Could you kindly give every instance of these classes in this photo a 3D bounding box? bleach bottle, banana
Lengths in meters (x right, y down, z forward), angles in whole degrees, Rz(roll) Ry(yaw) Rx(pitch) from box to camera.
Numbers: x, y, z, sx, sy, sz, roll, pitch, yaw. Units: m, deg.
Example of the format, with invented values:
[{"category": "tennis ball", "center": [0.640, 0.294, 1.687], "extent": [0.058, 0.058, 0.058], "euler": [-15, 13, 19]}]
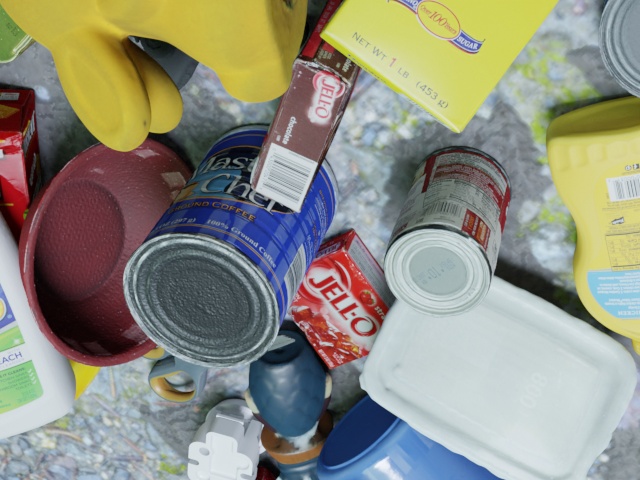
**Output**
[{"category": "bleach bottle", "center": [-0.255, 0.026, 0.736], "extent": [0.102, 0.068, 0.251], "euler": [-17, 124, -2]}, {"category": "banana", "center": [-0.185, 0.039, 0.823], "extent": [0.037, 0.069, 0.198], "euler": [40, 144, 39]}]

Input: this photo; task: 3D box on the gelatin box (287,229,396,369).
[{"category": "gelatin box", "center": [0.015, 0.045, 0.780], "extent": [0.073, 0.030, 0.089], "euler": [-25, 112, 30]}]

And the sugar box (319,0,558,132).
[{"category": "sugar box", "center": [0.088, -0.154, 0.566], "extent": [0.093, 0.048, 0.176], "euler": [35, 97, -7]}]

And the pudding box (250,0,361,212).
[{"category": "pudding box", "center": [-0.001, -0.087, 0.650], "extent": [0.039, 0.090, 0.114], "euler": [25, 137, -1]}]

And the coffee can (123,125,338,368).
[{"category": "coffee can", "center": [-0.055, 0.001, 0.705], "extent": [0.103, 0.140, 0.103], "euler": [9, 126, 13]}]

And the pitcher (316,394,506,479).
[{"category": "pitcher", "center": [0.106, 0.225, 0.819], "extent": [0.149, 0.145, 0.242], "euler": [-39, 102, 13]}]

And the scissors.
[{"category": "scissors", "center": [-0.097, 0.074, 0.811], "extent": [0.096, 0.016, 0.202], "euler": [46, 142, -3]}]

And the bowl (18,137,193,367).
[{"category": "bowl", "center": [-0.154, 0.004, 0.747], "extent": [0.055, 0.161, 0.162], "euler": [13, 129, 39]}]

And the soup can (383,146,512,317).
[{"category": "soup can", "center": [0.082, -0.007, 0.680], "extent": [0.068, 0.102, 0.068], "euler": [8, 124, 12]}]
